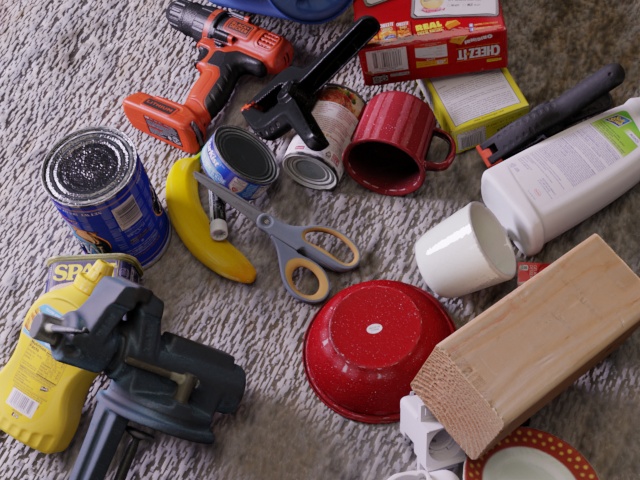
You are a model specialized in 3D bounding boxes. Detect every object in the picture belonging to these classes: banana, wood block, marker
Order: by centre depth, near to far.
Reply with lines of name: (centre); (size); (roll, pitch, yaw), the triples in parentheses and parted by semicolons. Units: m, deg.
wood block: (0.193, 0.094, 0.959); (0.205, 0.091, 0.090); (-31, 69, -27)
marker: (-0.114, -0.050, 1.173); (0.020, 0.020, 0.121); (-11, 48, 2)
banana: (-0.130, -0.027, 1.181); (0.069, 0.037, 0.198); (-20, 57, -3)

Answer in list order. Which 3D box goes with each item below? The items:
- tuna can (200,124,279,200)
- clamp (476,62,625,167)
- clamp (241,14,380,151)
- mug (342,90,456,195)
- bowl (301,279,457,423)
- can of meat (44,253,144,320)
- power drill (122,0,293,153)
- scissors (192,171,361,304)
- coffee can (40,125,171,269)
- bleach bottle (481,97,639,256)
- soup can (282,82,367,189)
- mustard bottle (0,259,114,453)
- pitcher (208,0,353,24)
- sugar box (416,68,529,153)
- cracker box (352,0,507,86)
tuna can: (-0.090, -0.086, 1.186); (0.086, 0.034, 0.086); (27, 37, -23)
clamp: (0.253, -0.132, 1.163); (0.171, 0.120, 0.039); (-28, 74, 13)
clamp: (-0.019, -0.166, 1.175); (0.210, 0.036, 0.164); (3, 62, 60)
mug: (0.090, -0.107, 1.165); (0.117, 0.093, 0.081); (11, 56, 14)
bowl: (0.057, 0.097, 1.063); (0.162, 0.055, 0.162); (-5, 58, 7)
can of meat: (-0.244, 0.064, 1.133); (0.102, 0.057, 0.084); (-2, 61, 9)
power drill: (-0.152, -0.205, 1.284); (0.185, 0.057, 0.187); (25, 66, 25)
scissors: (-0.057, 0.001, 1.133); (0.202, 0.016, 0.096); (20, 72, 2)
coffee can: (-0.227, -0.040, 1.144); (0.103, 0.140, 0.103); (-4, 58, 7)
bleach bottle: (0.301, -0.083, 1.131); (0.250, 0.068, 0.103); (-27, 59, -10)
soup can: (0.006, -0.116, 1.197); (0.068, 0.068, 0.102); (14, 62, 17)
mustard bottle: (-0.256, 0.107, 1.060); (0.096, 0.058, 0.191); (29, 94, 19)
pitcher: (-0.072, -0.322, 1.249); (0.243, 0.149, 0.145); (23, 88, 58)
sugar box: (0.162, -0.189, 1.230); (0.093, 0.048, 0.176); (-20, 54, -3)
cracker box: (0.119, -0.283, 1.231); (0.164, 0.072, 0.213); (-8, 54, 6)
